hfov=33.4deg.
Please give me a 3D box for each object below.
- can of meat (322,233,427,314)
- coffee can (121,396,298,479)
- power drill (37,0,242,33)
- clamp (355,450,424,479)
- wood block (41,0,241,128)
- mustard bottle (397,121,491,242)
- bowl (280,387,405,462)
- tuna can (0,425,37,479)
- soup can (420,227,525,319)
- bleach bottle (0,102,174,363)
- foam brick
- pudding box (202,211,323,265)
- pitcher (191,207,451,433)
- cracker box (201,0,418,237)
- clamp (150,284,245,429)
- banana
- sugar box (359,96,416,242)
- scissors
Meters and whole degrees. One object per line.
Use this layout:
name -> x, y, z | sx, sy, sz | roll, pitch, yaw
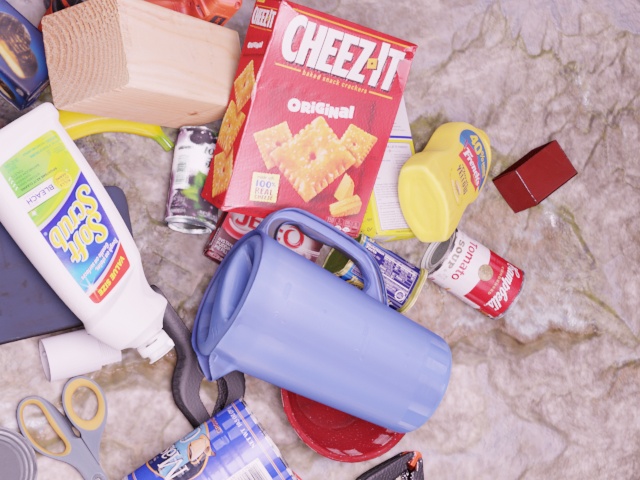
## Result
can of meat -> 0.054, 0.039, 1.156 | 0.084, 0.102, 0.057 | 32, 70, -12
coffee can -> -0.106, 0.232, 1.033 | 0.140, 0.103, 0.103 | -34, 94, -9
power drill -> -0.177, -0.245, 1.077 | 0.187, 0.185, 0.057 | -9, 82, -33
clamp -> 0.061, 0.324, 1.140 | 0.164, 0.036, 0.209 | 41, 67, -10
wood block -> -0.166, -0.170, 1.049 | 0.205, 0.091, 0.090 | 0, 78, -63
mustard bottle -> 0.151, -0.081, 1.217 | 0.191, 0.058, 0.096 | -48, 125, -50
bowl -> 0.023, 0.156, 1.146 | 0.161, 0.055, 0.162 | 4, 79, -22
tuna can -> -0.312, 0.218, 1.006 | 0.086, 0.034, 0.086 | 4, 78, -22
soup can -> 0.174, 0.037, 1.225 | 0.102, 0.069, 0.068 | 32, 70, -14
bleach bottle -> -0.217, 0.002, 0.991 | 0.102, 0.068, 0.251 | -39, 96, -26
foam brick -> 0.259, -0.077, 1.289 | 0.078, 0.053, 0.051 | -35, 95, -24
pudding box -> -0.058, 0.002, 1.149 | 0.113, 0.039, 0.090 | 31, 69, -15
pitcher -> 0.009, 0.088, 1.052 | 0.242, 0.149, 0.145 | 27, 28, -20
cracker box -> -0.010, -0.121, 1.083 | 0.164, 0.072, 0.214 | 12, 101, -29
clamp -> -0.126, 0.120, 1.099 | 0.120, 0.039, 0.171 | 6, 78, -20
banana -> -0.247, -0.109, 1.092 | 0.197, 0.037, 0.069 | -15, 86, -24
sugar box -> 0.065, -0.087, 1.202 | 0.093, 0.048, 0.176 | -3, 78, -46
scissors -> -0.213, 0.218, 1.057 | 0.201, 0.016, 0.096 | 46, 67, -9
